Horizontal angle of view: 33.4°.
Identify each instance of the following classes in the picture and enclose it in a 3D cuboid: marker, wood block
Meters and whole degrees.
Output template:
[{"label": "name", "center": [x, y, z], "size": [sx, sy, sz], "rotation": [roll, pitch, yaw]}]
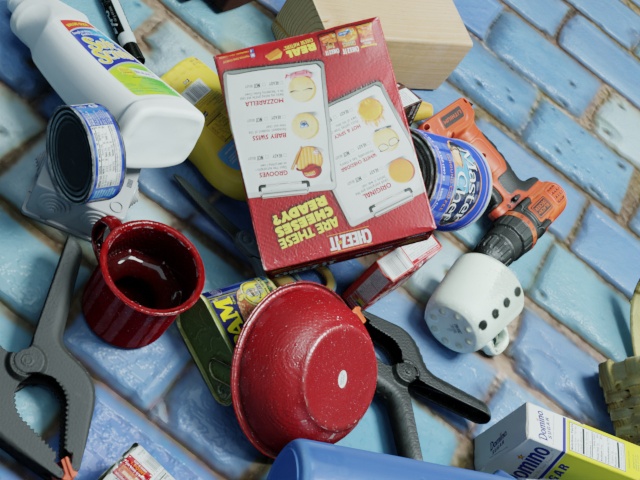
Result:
[{"label": "marker", "center": [-0.212, -0.230, 1.125], "size": [0.020, 0.020, 0.121], "rotation": [-10, 65, -35]}, {"label": "wood block", "center": [0.061, -0.239, 1.247], "size": [0.205, 0.090, 0.091], "rotation": [-3, 61, -32]}]

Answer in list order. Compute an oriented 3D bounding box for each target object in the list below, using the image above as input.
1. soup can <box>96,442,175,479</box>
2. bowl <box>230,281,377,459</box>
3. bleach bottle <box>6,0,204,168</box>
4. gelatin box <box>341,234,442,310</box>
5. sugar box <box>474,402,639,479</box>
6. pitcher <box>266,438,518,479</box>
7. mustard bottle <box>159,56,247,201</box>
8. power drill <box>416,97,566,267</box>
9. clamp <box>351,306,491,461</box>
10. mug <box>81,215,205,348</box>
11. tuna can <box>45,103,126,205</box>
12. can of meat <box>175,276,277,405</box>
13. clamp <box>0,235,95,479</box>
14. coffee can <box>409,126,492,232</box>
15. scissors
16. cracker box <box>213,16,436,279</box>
[{"label": "soup can", "center": [-0.130, 0.216, 0.832], "size": [0.102, 0.069, 0.068], "rotation": [43, 48, 3]}, {"label": "bowl", "center": [-0.001, 0.117, 0.933], "size": [0.161, 0.055, 0.162], "rotation": [-2, 93, -44]}, {"label": "bleach bottle", "center": [-0.224, -0.165, 1.010], "size": [0.251, 0.068, 0.102], "rotation": [42, 25, 26]}, {"label": "gelatin box", "center": [0.073, 0.031, 1.077], "size": [0.089, 0.073, 0.030], "rotation": [-31, 79, -42]}, {"label": "sugar box", "center": [0.247, 0.220, 1.038], "size": [0.176, 0.093, 0.048], "rotation": [20, 51, -17]}, {"label": "pitcher", "center": [0.076, 0.252, 0.890], "size": [0.242, 0.149, 0.145], "rotation": [17, 87, -16]}, {"label": "mustard bottle", "center": [-0.088, -0.096, 1.079], "size": [0.191, 0.058, 0.096], "rotation": [40, 49, 0]}, {"label": "power drill", "center": [0.181, -0.063, 1.220], "size": [0.187, 0.057, 0.184], "rotation": [49, 45, 4]}, {"label": "clamp", "center": [0.075, 0.142, 1.025], "size": [0.171, 0.039, 0.120], "rotation": [43, 43, 10]}, {"label": "mug", "center": [-0.165, 0.033, 0.928], "size": [0.093, 0.082, 0.117], "rotation": [-28, 76, -40]}, {"label": "tuna can", "center": [-0.200, -0.074, 0.911], "size": [0.033, 0.086, 0.086], "rotation": [-12, 66, -38]}, {"label": "can of meat", "center": [-0.069, 0.087, 0.966], "size": [0.083, 0.058, 0.102], "rotation": [-16, 69, -40]}, {"label": "clamp", "center": [-0.250, 0.101, 0.860], "size": [0.164, 0.036, 0.210], "rotation": [-10, 68, -27]}, {"label": "coffee can", "center": [0.105, -0.062, 1.109], "size": [0.140, 0.103, 0.103], "rotation": [3, 54, -59]}, {"label": "scissors", "center": [-0.057, 0.001, 1.060], "size": [0.096, 0.016, 0.202], "rotation": [-23, 73, -41]}, {"label": "cracker box", "center": [0.002, -0.086, 1.012], "size": [0.164, 0.072, 0.214], "rotation": [-14, 80, -1]}]
